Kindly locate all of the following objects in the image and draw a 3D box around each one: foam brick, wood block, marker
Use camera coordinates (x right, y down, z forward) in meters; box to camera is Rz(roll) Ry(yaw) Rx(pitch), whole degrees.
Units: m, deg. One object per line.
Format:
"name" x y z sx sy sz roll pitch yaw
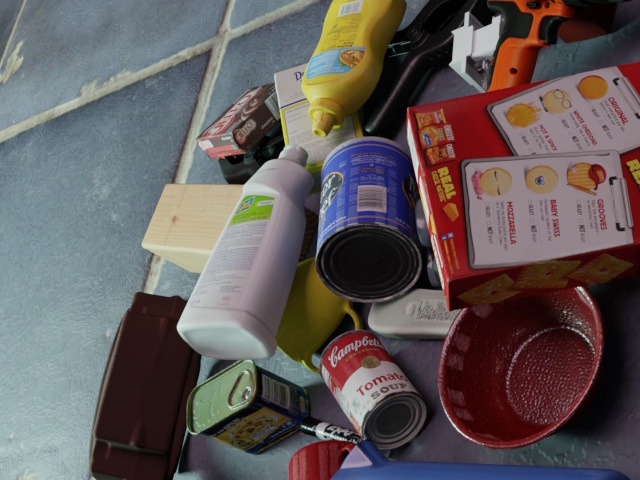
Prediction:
"foam brick" 0.256 -0.242 1.046 0.051 0.053 0.078 -5 61 47
"wood block" -0.111 -0.011 1.273 0.207 0.090 0.091 5 70 50
"marker" 0.021 0.192 1.041 0.121 0.020 0.020 7 71 51

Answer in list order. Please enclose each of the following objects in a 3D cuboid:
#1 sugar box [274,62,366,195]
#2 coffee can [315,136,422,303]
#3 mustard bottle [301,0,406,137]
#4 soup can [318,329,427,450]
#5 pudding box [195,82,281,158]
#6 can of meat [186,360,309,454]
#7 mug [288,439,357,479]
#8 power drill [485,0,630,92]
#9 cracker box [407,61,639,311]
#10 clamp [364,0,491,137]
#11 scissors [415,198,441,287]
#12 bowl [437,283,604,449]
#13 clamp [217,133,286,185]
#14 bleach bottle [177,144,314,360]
"sugar box" 0.003 -0.137 1.243 0.093 0.048 0.176 -16 47 9
"coffee can" 0.049 -0.022 1.065 0.103 0.102 0.140 -35 31 28
"mustard bottle" 0.029 -0.199 1.203 0.096 0.058 0.191 -1 58 39
"soup can" 0.048 0.140 1.004 0.068 0.068 0.102 -51 37 10
"pudding box" -0.093 -0.153 1.355 0.113 0.039 0.090 -46 26 -28
"can of meat" -0.074 0.175 1.107 0.102 0.083 0.057 -33 44 30
"mug" 0.015 0.227 0.958 0.117 0.093 0.081 111 163 -45
"power drill" 0.212 -0.176 0.995 0.185 0.057 0.188 20 104 52
"cracker box" 0.190 -0.045 0.867 0.213 0.072 0.164 -11 63 1
"clamp" 0.112 -0.227 1.212 0.210 0.036 0.164 -43 37 21
"scissors" 0.111 -0.051 1.056 0.016 0.096 0.201 -8 58 16
"bowl" 0.178 0.104 0.893 0.162 0.055 0.162 -28 47 34
"clamp" -0.076 -0.092 1.324 0.172 0.039 0.120 -9 39 49
"bleach bottle" -0.057 0.001 1.096 0.103 0.068 0.250 -5 49 34
